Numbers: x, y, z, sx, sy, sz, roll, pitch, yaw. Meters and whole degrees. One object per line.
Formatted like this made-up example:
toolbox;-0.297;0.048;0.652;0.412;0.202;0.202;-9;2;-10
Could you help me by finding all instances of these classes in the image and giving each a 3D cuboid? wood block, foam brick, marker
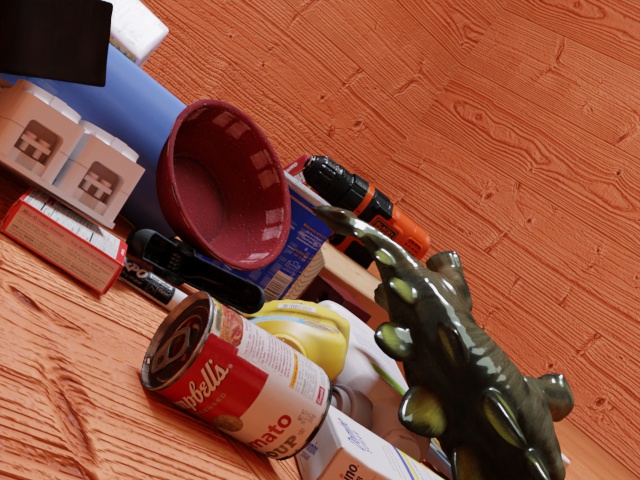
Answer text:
wood block;0.050;0.096;1.234;0.206;0.091;0.090;36;14;-21
foam brick;0.003;0.086;1.112;0.051;0.078;0.053;36;4;-42
marker;-0.157;0.022;0.851;0.121;0.020;0.020;35;4;-23

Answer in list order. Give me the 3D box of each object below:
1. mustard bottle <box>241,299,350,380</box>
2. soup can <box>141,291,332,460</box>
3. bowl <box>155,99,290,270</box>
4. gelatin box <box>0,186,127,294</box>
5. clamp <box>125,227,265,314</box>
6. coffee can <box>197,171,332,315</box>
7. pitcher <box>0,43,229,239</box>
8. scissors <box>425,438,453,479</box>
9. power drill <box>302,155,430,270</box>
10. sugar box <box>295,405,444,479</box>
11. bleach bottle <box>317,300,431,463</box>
mustard bottle;-0.027;0.086;0.862;0.096;0.058;0.191;8;3;3
soup can;-0.051;0.086;0.667;0.102;0.068;0.069;36;4;-26
bowl;-0.098;-0.045;0.976;0.161;0.055;0.162;26;55;-45
gelatin box;-0.187;-0.001;0.781;0.089;0.030;0.073;33;5;-13
clamp;-0.129;0.014;0.900;0.120;0.039;0.172;37;-12;-31
coffee can;-0.057;0.001;1.105;0.103;0.140;0.103;37;4;-3
pitcher;-0.211;-0.114;1.035;0.242;0.149;0.145;43;25;-44
scissors;0.126;0.224;1.004;0.096;0.016;0.202;39;2;-19
power drill;0.009;0.008;1.272;0.184;0.188;0.057;37;24;-17
sugar box;0.066;0.184;0.725;0.176;0.048;0.093;32;5;-11
bleach bottle;0.040;0.136;0.962;0.102;0.068;0.251;37;5;-15
